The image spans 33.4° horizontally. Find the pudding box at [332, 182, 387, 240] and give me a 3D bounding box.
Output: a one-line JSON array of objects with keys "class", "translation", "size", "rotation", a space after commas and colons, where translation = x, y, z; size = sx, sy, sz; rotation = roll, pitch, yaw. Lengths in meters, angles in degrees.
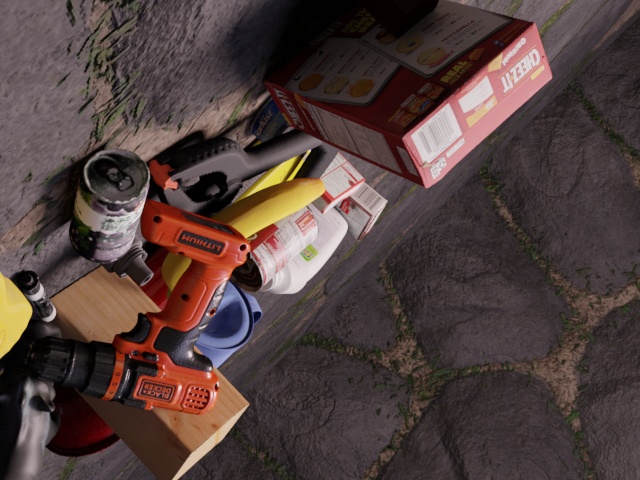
[{"class": "pudding box", "translation": [0.031, -0.061, 1.481], "size": [0.039, 0.113, 0.090], "rotation": [-46, 173, -23]}]

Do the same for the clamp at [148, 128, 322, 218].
[{"class": "clamp", "translation": [-0.088, -0.064, 1.038], "size": [0.165, 0.036, 0.209], "rotation": [-48, 158, 13]}]

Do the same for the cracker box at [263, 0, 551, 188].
[{"class": "cracker box", "translation": [0.076, -0.148, 0.980], "size": [0.164, 0.214, 0.072], "rotation": [-42, 129, -15]}]

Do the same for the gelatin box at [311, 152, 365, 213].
[{"class": "gelatin box", "translation": [0.006, -0.083, 1.397], "size": [0.089, 0.073, 0.030], "rotation": [-36, 169, -49]}]

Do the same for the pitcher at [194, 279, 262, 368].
[{"class": "pitcher", "translation": [-0.191, 0.142, 1.344], "size": [0.243, 0.149, 0.145], "rotation": [-47, -163, 36]}]

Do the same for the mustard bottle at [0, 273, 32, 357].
[{"class": "mustard bottle", "translation": [-0.272, 0.051, 0.775], "size": [0.096, 0.058, 0.192], "rotation": [-38, 170, -12]}]

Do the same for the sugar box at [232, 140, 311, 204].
[{"class": "sugar box", "translation": [-0.048, -0.091, 1.196], "size": [0.176, 0.048, 0.093], "rotation": [-42, 171, -12]}]

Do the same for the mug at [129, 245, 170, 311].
[{"class": "mug", "translation": [-0.161, 0.058, 1.185], "size": [0.081, 0.093, 0.117], "rotation": [-41, 138, 6]}]

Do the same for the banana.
[{"class": "banana", "translation": [-0.085, -0.010, 1.049], "size": [0.198, 0.037, 0.069], "rotation": [-35, 167, 4]}]

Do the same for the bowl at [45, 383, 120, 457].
[{"class": "bowl", "translation": [-0.255, 0.152, 1.161], "size": [0.162, 0.162, 0.055], "rotation": [-43, 134, -11]}]

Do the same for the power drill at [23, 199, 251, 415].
[{"class": "power drill", "translation": [-0.156, 0.061, 0.970], "size": [0.057, 0.184, 0.188], "rotation": [41, -69, 60]}]

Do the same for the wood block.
[{"class": "wood block", "translation": [-0.184, 0.133, 1.079], "size": [0.090, 0.206, 0.091], "rotation": [-37, 168, -41]}]

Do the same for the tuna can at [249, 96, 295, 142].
[{"class": "tuna can", "translation": [-0.032, -0.132, 1.115], "size": [0.086, 0.034, 0.086], "rotation": [-43, 171, -9]}]

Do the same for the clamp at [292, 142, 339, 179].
[{"class": "clamp", "translation": [0.015, -0.110, 1.150], "size": [0.120, 0.039, 0.171], "rotation": [-38, 157, -10]}]

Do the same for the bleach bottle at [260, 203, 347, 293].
[{"class": "bleach bottle", "translation": [-0.042, 0.005, 1.373], "size": [0.068, 0.102, 0.250], "rotation": [-51, 178, 23]}]

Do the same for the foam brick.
[{"class": "foam brick", "translation": [0.063, -0.230, 0.948], "size": [0.053, 0.078, 0.051], "rotation": [-42, 173, -15]}]

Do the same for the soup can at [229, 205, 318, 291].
[{"class": "soup can", "translation": [-0.058, 0.001, 1.199], "size": [0.102, 0.068, 0.069], "rotation": [-42, 171, -34]}]

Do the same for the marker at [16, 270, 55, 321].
[{"class": "marker", "translation": [-0.258, 0.051, 0.972], "size": [0.020, 0.020, 0.121], "rotation": [-42, 171, -17]}]
